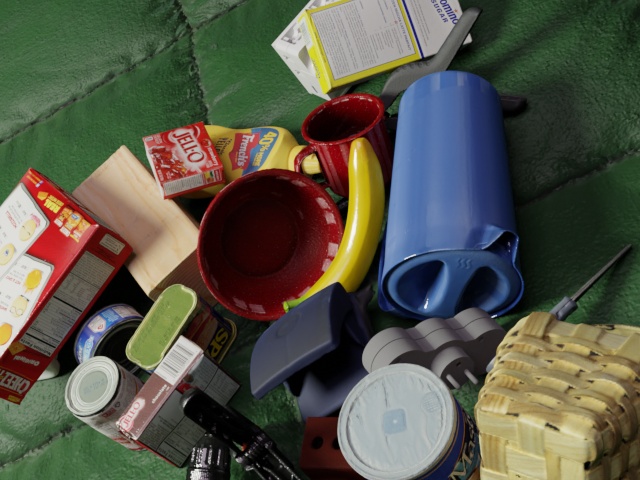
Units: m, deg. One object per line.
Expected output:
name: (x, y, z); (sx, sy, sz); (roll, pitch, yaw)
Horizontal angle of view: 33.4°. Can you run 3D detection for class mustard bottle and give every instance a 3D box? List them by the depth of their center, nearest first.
mustard bottle: (-0.080, -0.090, 1.241); (0.192, 0.058, 0.096); (4, 51, 29)

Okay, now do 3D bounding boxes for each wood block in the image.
wood block: (-0.189, -0.007, 1.226); (0.090, 0.090, 0.206); (-43, 51, -2)

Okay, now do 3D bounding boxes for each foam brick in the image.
foam brick: (0.026, 0.199, 1.003); (0.078, 0.051, 0.053); (-5, 58, 26)

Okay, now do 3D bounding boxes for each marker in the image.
marker: (-0.010, -0.016, 1.181); (0.121, 0.020, 0.020); (-31, 51, 7)

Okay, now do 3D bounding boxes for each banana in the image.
banana: (0.030, -0.005, 1.107); (0.037, 0.069, 0.198); (29, 98, 59)

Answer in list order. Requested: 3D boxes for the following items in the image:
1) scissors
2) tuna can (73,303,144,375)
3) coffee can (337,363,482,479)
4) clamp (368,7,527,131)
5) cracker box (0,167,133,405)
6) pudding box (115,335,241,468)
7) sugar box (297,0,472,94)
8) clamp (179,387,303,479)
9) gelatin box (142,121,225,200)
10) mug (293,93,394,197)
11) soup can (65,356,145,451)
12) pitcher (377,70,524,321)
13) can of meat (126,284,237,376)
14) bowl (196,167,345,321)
scissors: (0.216, 0.078, 0.991); (0.201, 0.096, 0.016); (-32, 63, -34)
tuna can: (-0.225, 0.114, 1.171); (0.034, 0.086, 0.086); (34, 80, 37)
coffee can: (0.089, 0.181, 0.923); (0.103, 0.140, 0.103); (-14, 55, 20)
clamp: (0.136, -0.159, 1.166); (0.172, 0.039, 0.120); (-34, 89, 26)
cracker box: (-0.324, 0.047, 1.175); (0.164, 0.072, 0.213); (34, 87, 41)
pudding box: (-0.143, 0.167, 1.091); (0.039, 0.090, 0.113); (30, 77, 36)
sugar box: (0.072, -0.235, 1.198); (0.176, 0.048, 0.093); (-19, 91, -14)
clamp: (-0.054, 0.198, 0.978); (0.164, 0.210, 0.036); (43, 83, 7)
gelatin box: (-0.154, -0.092, 1.202); (0.073, 0.030, 0.089); (-16, 46, -11)
mug: (0.026, -0.094, 1.156); (0.117, 0.081, 0.093); (-31, 37, -12)
soup can: (-0.210, 0.171, 1.115); (0.069, 0.102, 0.068); (-14, 55, 20)
pitcher: (0.123, -0.043, 1.068); (0.149, 0.145, 0.242); (-4, 54, 12)
can of meat: (-0.148, 0.107, 1.135); (0.058, 0.084, 0.102); (21, 71, 36)
bowl: (-0.057, 0.001, 1.132); (0.162, 0.162, 0.055); (-47, 20, -6)
